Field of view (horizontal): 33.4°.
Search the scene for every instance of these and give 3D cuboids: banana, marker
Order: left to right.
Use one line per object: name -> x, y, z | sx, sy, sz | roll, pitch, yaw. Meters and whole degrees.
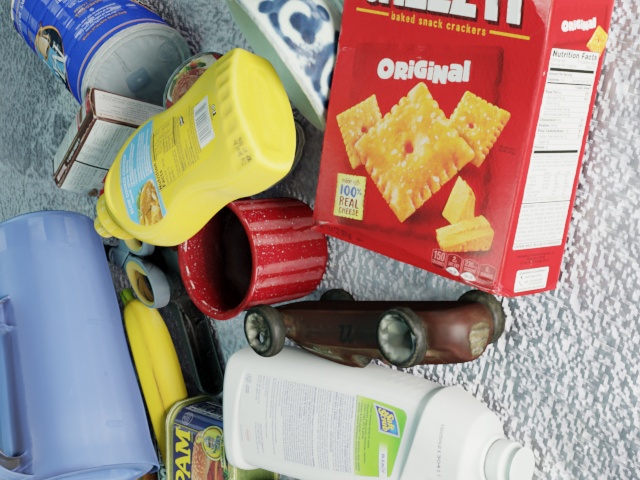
banana -> -0.136, 0.134, 0.937 | 0.070, 0.037, 0.198 | 147, 107, -83
marker -> -0.140, 0.225, 0.982 | 0.020, 0.020, 0.121 | -3, 93, 46

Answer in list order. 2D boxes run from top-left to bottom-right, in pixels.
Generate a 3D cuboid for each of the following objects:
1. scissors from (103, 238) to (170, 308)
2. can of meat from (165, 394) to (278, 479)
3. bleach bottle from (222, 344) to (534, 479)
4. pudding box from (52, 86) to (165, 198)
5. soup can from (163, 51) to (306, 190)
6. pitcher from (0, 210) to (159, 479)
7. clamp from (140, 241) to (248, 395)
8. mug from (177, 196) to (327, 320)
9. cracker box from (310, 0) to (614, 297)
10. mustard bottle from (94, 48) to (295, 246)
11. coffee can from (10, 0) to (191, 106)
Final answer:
scissors -> -0.180, -0.002, 0.959 | 0.202, 0.016, 0.096 | 34, 131, 54
can of meat -> -0.081, 0.189, 0.889 | 0.084, 0.057, 0.102 | 9, 101, 43
bleach bottle -> 0.036, 0.139, 0.757 | 0.251, 0.067, 0.102 | 8, 103, 43
pudding box -> -0.155, -0.073, 0.891 | 0.090, 0.113, 0.039 | -52, 41, 36
soup can -> -0.067, -0.093, 0.829 | 0.102, 0.068, 0.069 | 44, 124, 33
pitcher -> -0.233, 0.099, 0.922 | 0.149, 0.145, 0.243 | 111, 146, -66
clamp -> -0.116, 0.048, 0.921 | 0.172, 0.039, 0.120 | 47, 130, 40
mug -> -0.055, 0.001, 0.819 | 0.117, 0.081, 0.093 | 52, 129, 28
cracker box -> 0.083, -0.089, 0.670 | 0.164, 0.071, 0.214 | 21, 110, 42
mustard bottle -> -0.102, -0.050, 0.766 | 0.192, 0.058, 0.096 | -31, 61, 36
coffee can -> -0.190, -0.174, 0.923 | 0.140, 0.102, 0.103 | 46, 125, 33
